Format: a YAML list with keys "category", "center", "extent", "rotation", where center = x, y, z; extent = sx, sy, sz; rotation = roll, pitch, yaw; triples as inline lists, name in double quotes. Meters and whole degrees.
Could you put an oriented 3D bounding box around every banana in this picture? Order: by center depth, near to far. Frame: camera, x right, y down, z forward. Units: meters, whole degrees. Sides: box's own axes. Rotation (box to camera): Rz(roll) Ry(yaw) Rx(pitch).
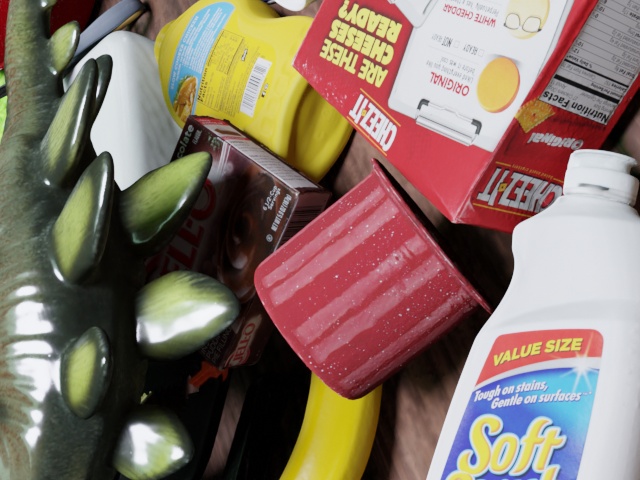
- category: "banana"
  center: [-0.002, 0.086, 0.559]
  extent: [0.070, 0.037, 0.197]
  rotation: [13, 69, 17]

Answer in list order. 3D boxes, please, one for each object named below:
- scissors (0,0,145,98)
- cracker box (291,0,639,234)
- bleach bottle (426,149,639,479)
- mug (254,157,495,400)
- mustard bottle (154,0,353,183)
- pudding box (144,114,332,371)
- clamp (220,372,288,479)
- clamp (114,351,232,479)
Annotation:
- category: "scissors"
  center: [-0.179, -0.139, 0.768]
  extent: [0.096, 0.016, 0.201]
  rotation: [-40, 8, 13]
- category: "cracker box"
  center: [0.093, -0.133, 0.500]
  extent: [0.164, 0.072, 0.214]
  rotation: [50, 120, 45]
- category: "bleach bottle"
  center: [0.091, 0.086, 0.457]
  extent: [0.103, 0.067, 0.251]
  rotation: [8, 85, 45]
- category: "mug"
  center: [0.021, 0.016, 0.519]
  extent: [0.081, 0.093, 0.117]
  rotation: [-39, 27, 8]
- category: "mustard bottle"
  center: [-0.053, -0.105, 0.671]
  extent: [0.192, 0.058, 0.096]
  rotation: [32, 106, 48]
- category: "pudding box"
  center: [-0.054, 0.001, 0.588]
  extent: [0.090, 0.039, 0.113]
  rotation: [36, 109, 30]
- category: "clamp"
  center: [-0.041, 0.174, 0.607]
  extent: [0.172, 0.039, 0.120]
  rotation: [-61, 39, 16]
- category: "clamp"
  center: [-0.138, 0.123, 0.633]
  extent: [0.164, 0.036, 0.210]
  rotation: [43, 110, 1]
